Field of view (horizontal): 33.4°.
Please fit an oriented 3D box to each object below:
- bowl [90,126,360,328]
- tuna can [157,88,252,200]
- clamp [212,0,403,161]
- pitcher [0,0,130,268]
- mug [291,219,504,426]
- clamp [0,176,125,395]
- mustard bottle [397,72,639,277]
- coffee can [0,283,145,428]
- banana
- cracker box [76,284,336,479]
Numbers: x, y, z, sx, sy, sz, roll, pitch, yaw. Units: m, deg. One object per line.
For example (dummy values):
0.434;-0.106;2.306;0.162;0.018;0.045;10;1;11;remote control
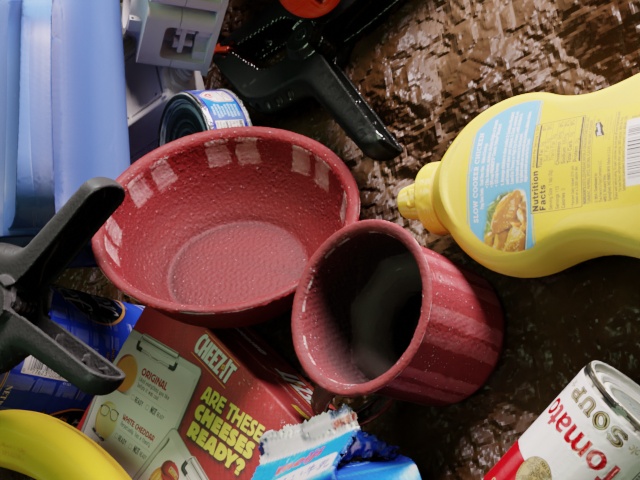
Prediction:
-0.054;0.001;0.651;0.162;0.055;0.162;-4;45;4;bowl
-0.080;-0.062;0.740;0.086;0.033;0.086;16;109;54;tuna can
0.006;-0.137;0.705;0.210;0.036;0.164;14;77;49;clamp
-0.191;-0.104;0.722;0.149;0.144;0.243;-8;79;32;pitcher
0.039;0.054;0.575;0.093;0.081;0.117;40;103;44;mug
-0.171;0.045;0.617;0.172;0.039;0.120;-24;61;34;clamp
0.119;-0.030;0.545;0.192;0.058;0.096;-7;72;42;mustard bottle
-0.187;0.081;0.737;0.103;0.140;0.103;-17;65;39;coffee can
-0.153;0.149;0.634;0.198;0.037;0.069;22;79;27;banana
-0.089;0.161;0.666;0.164;0.072;0.214;39;102;42;cracker box
